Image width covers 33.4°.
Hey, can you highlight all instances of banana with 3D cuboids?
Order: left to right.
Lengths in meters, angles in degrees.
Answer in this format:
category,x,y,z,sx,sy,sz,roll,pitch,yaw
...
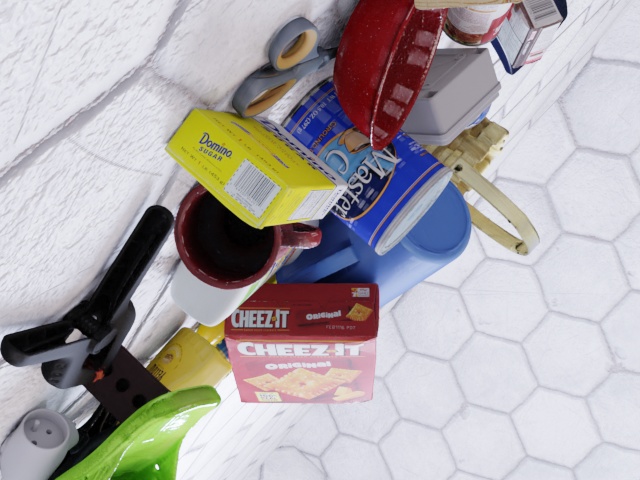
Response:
category,x,y,z,sx,sy,sz,roll,pitch,yaw
banana,-0.082,0.062,1.289,0.197,0.037,0.070,-45,169,-23

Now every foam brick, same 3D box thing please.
category,x,y,z,sx,sy,sz,roll,pitch,yaw
foam brick,-0.184,0.139,1.011,0.053,0.078,0.051,-47,172,-10

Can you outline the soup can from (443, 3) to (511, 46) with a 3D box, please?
category,x,y,z,sx,sy,sz,roll,pitch,yaw
soup can,0.159,-0.247,1.061,0.068,0.068,0.102,-46,171,-16

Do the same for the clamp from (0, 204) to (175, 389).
category,x,y,z,sx,sy,sz,roll,pitch,yaw
clamp,-0.190,0.073,0.845,0.164,0.036,0.210,-43,169,-34

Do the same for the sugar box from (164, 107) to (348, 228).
category,x,y,z,sx,sy,sz,roll,pitch,yaw
sugar box,-0.043,-0.057,0.830,0.048,0.093,0.176,-51,171,15

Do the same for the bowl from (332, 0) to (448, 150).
category,x,y,z,sx,sy,sz,roll,pitch,yaw
bowl,0.054,-0.160,0.900,0.162,0.055,0.162,-60,166,-27

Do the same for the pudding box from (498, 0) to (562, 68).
category,x,y,z,sx,sy,sz,roll,pitch,yaw
pudding box,0.206,-0.252,1.123,0.039,0.113,0.090,-18,165,-8

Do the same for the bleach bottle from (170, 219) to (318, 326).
category,x,y,z,sx,sy,sz,roll,pitch,yaw
bleach bottle,-0.057,0.001,1.095,0.103,0.068,0.250,-57,171,26

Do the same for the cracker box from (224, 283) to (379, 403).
category,x,y,z,sx,sy,sz,roll,pitch,yaw
cracker box,-0.018,0.121,1.206,0.214,0.164,0.072,88,2,-63

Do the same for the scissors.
category,x,y,z,sx,sy,sz,roll,pitch,yaw
scissors,0.000,-0.158,0.857,0.201,0.016,0.096,-40,167,-43

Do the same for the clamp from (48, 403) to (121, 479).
category,x,y,z,sx,sy,sz,roll,pitch,yaw
clamp,-0.229,0.209,1.076,0.171,0.039,0.120,-48,-158,-8

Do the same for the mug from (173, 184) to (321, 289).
category,x,y,z,sx,sy,sz,roll,pitch,yaw
mug,-0.056,-0.010,0.911,0.081,0.117,0.093,-34,127,-73

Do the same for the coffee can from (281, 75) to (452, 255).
category,x,y,z,sx,sy,sz,roll,pitch,yaw
coffee can,0.037,-0.070,0.990,0.102,0.140,0.103,-47,170,-11

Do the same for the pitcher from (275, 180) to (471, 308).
category,x,y,z,sx,sy,sz,roll,pitch,yaw
pitcher,0.051,0.014,1.193,0.243,0.145,0.149,-35,-147,55

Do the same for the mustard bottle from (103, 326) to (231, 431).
category,x,y,z,sx,sy,sz,roll,pitch,yaw
mustard bottle,-0.187,0.183,1.156,0.191,0.058,0.096,-47,-148,-12
